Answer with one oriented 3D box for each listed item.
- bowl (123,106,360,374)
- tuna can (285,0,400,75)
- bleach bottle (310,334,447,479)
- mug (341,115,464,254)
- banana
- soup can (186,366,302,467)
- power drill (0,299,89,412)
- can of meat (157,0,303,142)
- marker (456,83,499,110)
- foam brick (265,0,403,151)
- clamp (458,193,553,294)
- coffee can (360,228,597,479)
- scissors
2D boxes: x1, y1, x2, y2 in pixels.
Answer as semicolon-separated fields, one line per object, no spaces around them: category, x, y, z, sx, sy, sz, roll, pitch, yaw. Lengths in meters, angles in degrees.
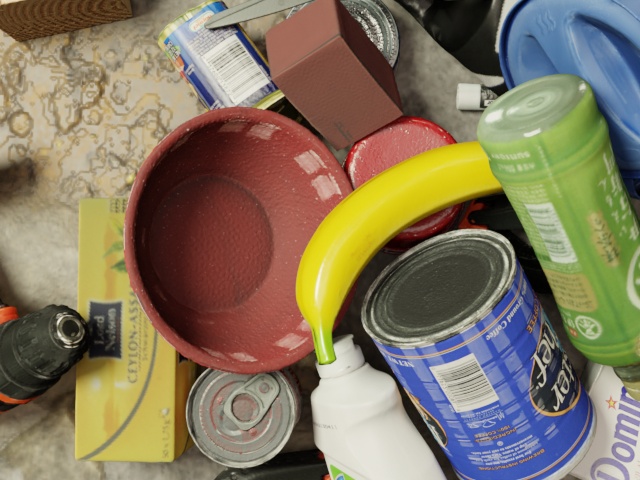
bowl;-0.054;0.001;0.661;0.161;0.055;0.162;2;87;-31
tuna can;0.014;-0.136;0.754;0.086;0.034;0.086;0;87;2
bleach bottle;0.056;0.181;0.684;0.068;0.103;0.251;-24;96;-31
mug;0.046;-0.032;0.723;0.117;0.081;0.093;-34;86;0
banana;0.052;-0.011;0.654;0.197;0.037;0.069;-40;94;-12
soup can;-0.047;0.109;0.708;0.068;0.102;0.068;0;87;2
power drill;-0.226;0.020;0.701;0.185;0.057;0.188;-29;77;44
can of meat;-0.060;-0.108;0.723;0.057;0.102;0.084;-36;84;-1
marker;0.157;-0.099;0.753;0.121;0.020;0.020;2;87;2
foam brick;0.009;-0.106;0.673;0.053;0.078;0.051;-28;43;19
clamp;0.181;0.005;0.713;0.171;0.039;0.120;26;125;3
coffee can;0.102;0.078;0.675;0.103;0.103;0.140;-32;118;0
scissors;0.023;-0.188;0.681;0.201;0.016;0.096;-4;84;-2
